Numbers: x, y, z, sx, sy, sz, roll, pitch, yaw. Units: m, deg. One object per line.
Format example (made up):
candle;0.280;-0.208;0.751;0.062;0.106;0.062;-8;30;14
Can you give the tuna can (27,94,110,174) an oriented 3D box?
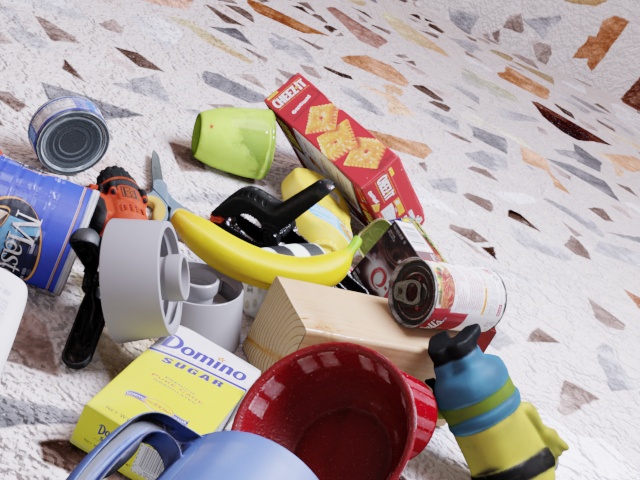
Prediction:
tuna can;-0.277;-0.116;1.181;0.085;0.086;0.034;8;32;-37

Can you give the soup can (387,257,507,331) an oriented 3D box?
soup can;0.126;0.055;1.054;0.102;0.069;0.069;8;30;-38

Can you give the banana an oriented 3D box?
banana;-0.052;0.017;1.049;0.197;0.037;0.069;9;53;-19

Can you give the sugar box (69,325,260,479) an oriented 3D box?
sugar box;-0.122;0.134;0.884;0.093;0.048;0.176;29;25;5

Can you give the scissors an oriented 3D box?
scissors;-0.172;-0.050;1.244;0.096;0.016;0.201;25;24;-8

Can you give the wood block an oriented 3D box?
wood block;0.042;0.112;1.049;0.205;0.090;0.091;12;28;-30

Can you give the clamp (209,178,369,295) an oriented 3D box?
clamp;-0.038;-0.004;1.187;0.210;0.164;0.036;9;41;43

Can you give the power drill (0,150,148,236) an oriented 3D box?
power drill;-0.269;-0.055;1.093;0.187;0.057;0.184;15;15;-22

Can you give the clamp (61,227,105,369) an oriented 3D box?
clamp;-0.193;0.027;0.950;0.039;0.120;0.171;12;20;-1

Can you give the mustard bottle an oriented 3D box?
mustard bottle;-0.002;-0.015;1.296;0.096;0.058;0.191;39;19;-21

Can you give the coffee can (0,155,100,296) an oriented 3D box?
coffee can;-0.283;-0.022;0.961;0.140;0.103;0.103;21;24;-13

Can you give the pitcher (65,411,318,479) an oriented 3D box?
pitcher;-0.099;0.217;0.637;0.149;0.145;0.242;13;22;19

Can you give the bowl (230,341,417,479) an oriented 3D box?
bowl;0.008;0.166;0.874;0.162;0.162;0.055;49;-6;40

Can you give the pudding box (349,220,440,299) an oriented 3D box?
pudding box;0.092;0.049;1.162;0.039;0.090;0.113;8;42;-43

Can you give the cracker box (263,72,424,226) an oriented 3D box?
cracker box;0.035;-0.105;1.411;0.214;0.072;0.164;45;-7;35

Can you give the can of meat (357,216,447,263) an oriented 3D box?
can of meat;0.104;0.020;1.320;0.102;0.058;0.083;56;28;14
